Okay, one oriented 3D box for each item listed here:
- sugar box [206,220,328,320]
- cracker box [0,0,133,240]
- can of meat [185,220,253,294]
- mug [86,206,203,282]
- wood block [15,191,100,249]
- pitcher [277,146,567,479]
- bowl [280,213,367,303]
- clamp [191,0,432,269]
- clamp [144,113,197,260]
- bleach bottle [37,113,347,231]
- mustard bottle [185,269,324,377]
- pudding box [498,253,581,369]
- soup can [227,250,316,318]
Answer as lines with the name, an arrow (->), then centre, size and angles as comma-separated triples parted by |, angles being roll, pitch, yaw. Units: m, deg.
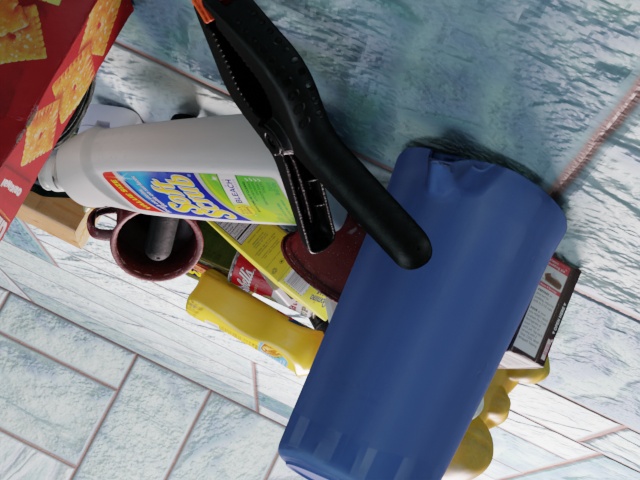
sugar box -> -0.057, 0.002, 1.028 | 0.176, 0.048, 0.093 | 35, 174, 41
cracker box -> -0.252, -0.117, 0.727 | 0.164, 0.213, 0.072 | 24, 165, 8
can of meat -> -0.120, 0.017, 1.256 | 0.102, 0.057, 0.084 | 23, 162, 11
mug -> -0.181, -0.018, 1.097 | 0.117, 0.081, 0.093 | -1, 125, -9
wood block -> -0.353, -0.082, 1.245 | 0.206, 0.090, 0.090 | 27, 165, 0
pitcher -> 0.072, 0.070, 0.755 | 0.149, 0.242, 0.145 | 31, 164, -14
bowl -> 0.050, 0.012, 0.881 | 0.162, 0.055, 0.162 | 22, -161, -8
clamp -> -0.019, -0.069, 0.693 | 0.210, 0.036, 0.165 | 57, 162, -8
clamp -> -0.131, -0.052, 0.951 | 0.039, 0.120, 0.172 | 0, 168, -16
bleach bottle -> -0.108, -0.052, 0.846 | 0.251, 0.068, 0.102 | -1, 148, 22
mustard bottle -> -0.056, 0.102, 1.194 | 0.191, 0.058, 0.096 | 30, 168, 4
pudding box -> 0.154, 0.059, 0.876 | 0.039, 0.090, 0.114 | 30, 164, -20
soup can -> -0.040, 0.035, 1.158 | 0.102, 0.068, 0.068 | 24, 165, 6
